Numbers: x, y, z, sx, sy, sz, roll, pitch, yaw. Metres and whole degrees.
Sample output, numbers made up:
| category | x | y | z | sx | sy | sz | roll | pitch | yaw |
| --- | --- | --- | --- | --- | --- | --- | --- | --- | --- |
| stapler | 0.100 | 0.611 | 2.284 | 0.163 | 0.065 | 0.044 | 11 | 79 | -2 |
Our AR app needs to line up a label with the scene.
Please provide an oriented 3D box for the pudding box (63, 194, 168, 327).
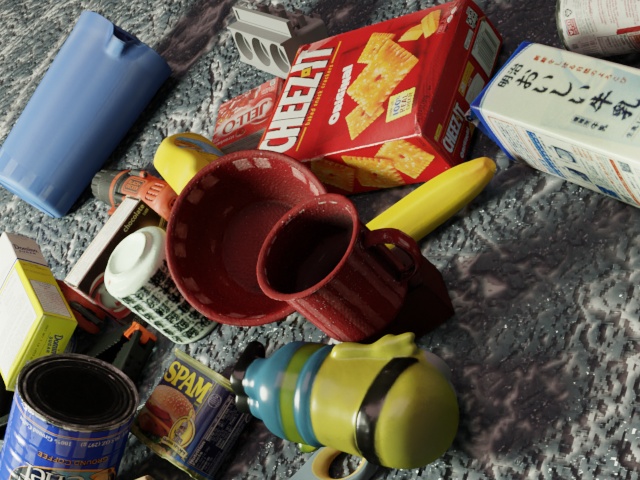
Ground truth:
| category | x | y | z | sx | sy | sz | roll | pitch | yaw |
| --- | --- | --- | --- | --- | --- | --- | --- | --- | --- |
| pudding box | -0.192 | 0.024 | 1.088 | 0.039 | 0.090 | 0.113 | 15 | 67 | 50 |

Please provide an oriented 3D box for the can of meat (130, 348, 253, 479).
| category | x | y | z | sx | sy | sz | roll | pitch | yaw |
| --- | --- | --- | --- | --- | --- | --- | --- | --- | --- |
| can of meat | -0.109 | 0.151 | 0.921 | 0.102 | 0.057 | 0.084 | 20 | 75 | 52 |

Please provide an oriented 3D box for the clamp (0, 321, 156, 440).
| category | x | y | z | sx | sy | sz | roll | pitch | yaw |
| --- | --- | --- | --- | --- | --- | --- | --- | --- | --- |
| clamp | -0.239 | 0.170 | 1.046 | 0.210 | 0.036 | 0.165 | -43 | 38 | 5 |

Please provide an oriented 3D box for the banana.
| category | x | y | z | sx | sy | sz | roll | pitch | yaw |
| --- | --- | --- | --- | --- | --- | --- | --- | --- | --- |
| banana | 0.062 | -0.005 | 0.895 | 0.198 | 0.037 | 0.069 | -37 | 10 | 1 |

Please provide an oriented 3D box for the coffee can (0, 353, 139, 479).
| category | x | y | z | sx | sy | sz | roll | pitch | yaw |
| --- | --- | --- | --- | --- | --- | --- | --- | --- | --- |
| coffee can | -0.221 | 0.183 | 0.914 | 0.103 | 0.102 | 0.140 | 57 | 134 | 52 |

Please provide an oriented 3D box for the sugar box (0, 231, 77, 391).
| category | x | y | z | sx | sy | sz | roll | pitch | yaw |
| --- | --- | --- | --- | --- | --- | --- | --- | --- | --- |
| sugar box | -0.311 | 0.073 | 1.114 | 0.093 | 0.048 | 0.176 | -60 | 36 | 15 |

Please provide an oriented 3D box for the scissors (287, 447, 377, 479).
| category | x | y | z | sx | sy | sz | roll | pitch | yaw |
| --- | --- | --- | --- | --- | --- | --- | --- | --- | --- |
| scissors | -0.030 | 0.188 | 0.842 | 0.202 | 0.016 | 0.096 | 4 | 59 | 46 |

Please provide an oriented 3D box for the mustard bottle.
| category | x | y | z | sx | sy | sz | roll | pitch | yaw |
| --- | --- | --- | --- | --- | --- | --- | --- | --- | --- |
| mustard bottle | -0.119 | -0.066 | 1.092 | 0.058 | 0.096 | 0.192 | -63 | 34 | 13 |

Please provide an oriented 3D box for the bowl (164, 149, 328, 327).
| category | x | y | z | sx | sy | sz | roll | pitch | yaw |
| --- | --- | --- | --- | --- | --- | --- | --- | --- | --- |
| bowl | -0.056 | 0.001 | 0.970 | 0.162 | 0.055 | 0.162 | -3 | 79 | 15 |

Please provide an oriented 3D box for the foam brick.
| category | x | y | z | sx | sy | sz | roll | pitch | yaw |
| --- | --- | --- | --- | --- | --- | --- | --- | --- | --- |
| foam brick | 0.058 | 0.049 | 0.852 | 0.078 | 0.051 | 0.053 | -35 | 39 | 15 |

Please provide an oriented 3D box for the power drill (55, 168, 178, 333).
| category | x | y | z | sx | sy | sz | roll | pitch | yaw |
| --- | --- | --- | --- | --- | --- | --- | --- | --- | --- |
| power drill | -0.242 | 0.002 | 1.185 | 0.185 | 0.057 | 0.187 | 15 | 68 | 52 |

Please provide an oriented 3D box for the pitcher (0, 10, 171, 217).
| category | x | y | z | sx | sy | sz | roll | pitch | yaw |
| --- | --- | --- | --- | --- | --- | --- | --- | --- | --- |
| pitcher | -0.305 | -0.153 | 1.344 | 0.145 | 0.149 | 0.243 | 25 | 79 | 37 |

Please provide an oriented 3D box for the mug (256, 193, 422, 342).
| category | x | y | z | sx | sy | sz | roll | pitch | yaw |
| --- | --- | --- | --- | --- | --- | --- | --- | --- | --- |
| mug | 0.022 | 0.021 | 0.799 | 0.117 | 0.081 | 0.093 | -21 | 45 | 30 |

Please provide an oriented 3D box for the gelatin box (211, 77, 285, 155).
| category | x | y | z | sx | sy | sz | roll | pitch | yaw |
| --- | --- | --- | --- | --- | --- | --- | --- | --- | --- |
| gelatin box | -0.075 | -0.130 | 1.162 | 0.089 | 0.030 | 0.073 | -20 | 45 | 32 |

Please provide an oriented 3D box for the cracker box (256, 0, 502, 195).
| category | x | y | z | sx | sy | sz | roll | pitch | yaw |
| --- | --- | --- | --- | --- | --- | --- | --- | --- | --- |
| cracker box | 0.049 | -0.128 | 1.004 | 0.214 | 0.072 | 0.164 | -7 | 52 | 42 |
